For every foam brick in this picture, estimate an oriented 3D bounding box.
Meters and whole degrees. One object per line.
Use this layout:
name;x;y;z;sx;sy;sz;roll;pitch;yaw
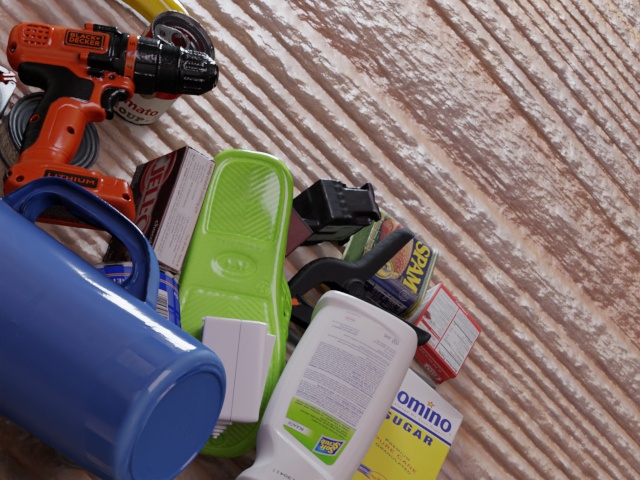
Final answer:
foam brick;-0.057;0.001;1.027;0.053;0.078;0.051;50;43;-2

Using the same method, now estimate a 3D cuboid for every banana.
banana;-0.192;-0.248;1.095;0.197;0.037;0.069;40;44;-15

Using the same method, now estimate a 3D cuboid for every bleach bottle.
bleach bottle;-0.007;0.147;0.866;0.102;0.068;0.250;24;41;12

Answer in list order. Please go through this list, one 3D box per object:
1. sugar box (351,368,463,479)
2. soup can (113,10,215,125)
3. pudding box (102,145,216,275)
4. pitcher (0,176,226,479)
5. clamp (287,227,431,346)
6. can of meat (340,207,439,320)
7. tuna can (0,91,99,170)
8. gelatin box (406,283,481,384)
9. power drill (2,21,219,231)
sugar box;0.057;0.190;0.939;0.093;0.048;0.176;41;42;-4
soup can;-0.157;-0.164;1.025;0.068;0.102;0.068;22;52;-30
pudding box;-0.143;-0.021;0.938;0.039;0.090;0.113;27;65;-31
pitcher;-0.181;0.063;0.748;0.243;0.149;0.144;28;25;26
clamp;0.036;0.062;1.055;0.171;0.039;0.120;-16;82;-25
can of meat;0.071;0.026;1.139;0.084;0.058;0.102;38;45;-14
tuna can;-0.243;-0.088;0.951;0.086;0.034;0.086;21;52;-30
gelatin box;0.130;0.101;1.162;0.073;0.030;0.089;48;43;-8
power drill;-0.183;-0.100;0.905;0.184;0.057;0.187;7;57;-7
